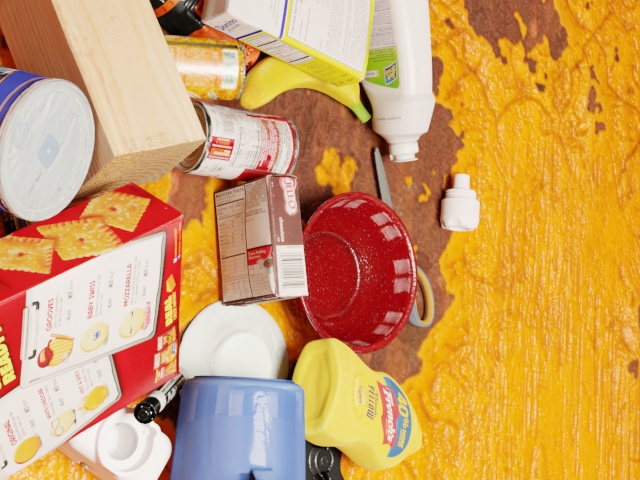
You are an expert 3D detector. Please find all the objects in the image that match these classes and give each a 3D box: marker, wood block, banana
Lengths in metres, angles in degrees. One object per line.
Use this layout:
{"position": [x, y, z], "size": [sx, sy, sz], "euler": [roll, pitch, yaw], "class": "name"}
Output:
{"position": [-0.135, 0.131, 0.909], "size": [0.121, 0.020, 0.020], "euler": [-51, 129, -80], "class": "marker"}
{"position": [-0.184, -0.149, 0.859], "size": [0.090, 0.091, 0.206], "euler": [-16, 80, -41], "class": "wood block"}
{"position": [-0.016, -0.157, 1.051], "size": [0.197, 0.037, 0.070], "euler": [-3, 62, -51], "class": "banana"}

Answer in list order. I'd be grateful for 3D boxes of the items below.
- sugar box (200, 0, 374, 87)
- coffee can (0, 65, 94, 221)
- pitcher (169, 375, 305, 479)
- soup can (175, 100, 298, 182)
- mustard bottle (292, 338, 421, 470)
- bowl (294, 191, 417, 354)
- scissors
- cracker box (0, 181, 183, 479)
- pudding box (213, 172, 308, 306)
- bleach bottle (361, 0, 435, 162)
{"position": [-0.027, -0.216, 0.993], "size": [0.175, 0.048, 0.093], "euler": [19, 72, -39], "class": "sugar box"}
{"position": [-0.252, -0.080, 0.778], "size": [0.102, 0.140, 0.103], "euler": [-48, 146, -48], "class": "coffee can"}
{"position": [-0.068, 0.239, 0.903], "size": [0.144, 0.149, 0.243], "euler": [24, 67, -64], "class": "pitcher"}
{"position": [-0.080, -0.090, 0.991], "size": [0.102, 0.069, 0.068], "euler": [6, 83, -39], "class": "soup can"}
{"position": [0.046, 0.172, 1.046], "size": [0.191, 0.058, 0.096], "euler": [38, 46, -46], "class": "mustard bottle"}
{"position": [0.023, 0.033, 1.074], "size": [0.161, 0.055, 0.162], "euler": [4, 84, -40], "class": "bowl"}
{"position": [0.068, 0.010, 1.140], "size": [0.096, 0.016, 0.202], "euler": [-34, 108, -36], "class": "scissors"}
{"position": [-0.203, 0.070, 0.795], "size": [0.213, 0.072, 0.164], "euler": [-28, 137, -40], "class": "cracker box"}
{"position": [-0.056, 0.001, 0.984], "size": [0.039, 0.090, 0.113], "euler": [1, 82, -38], "class": "pudding box"}
{"position": [0.070, -0.208, 1.118], "size": [0.067, 0.103, 0.251], "euler": [-12, 100, -36], "class": "bleach bottle"}
